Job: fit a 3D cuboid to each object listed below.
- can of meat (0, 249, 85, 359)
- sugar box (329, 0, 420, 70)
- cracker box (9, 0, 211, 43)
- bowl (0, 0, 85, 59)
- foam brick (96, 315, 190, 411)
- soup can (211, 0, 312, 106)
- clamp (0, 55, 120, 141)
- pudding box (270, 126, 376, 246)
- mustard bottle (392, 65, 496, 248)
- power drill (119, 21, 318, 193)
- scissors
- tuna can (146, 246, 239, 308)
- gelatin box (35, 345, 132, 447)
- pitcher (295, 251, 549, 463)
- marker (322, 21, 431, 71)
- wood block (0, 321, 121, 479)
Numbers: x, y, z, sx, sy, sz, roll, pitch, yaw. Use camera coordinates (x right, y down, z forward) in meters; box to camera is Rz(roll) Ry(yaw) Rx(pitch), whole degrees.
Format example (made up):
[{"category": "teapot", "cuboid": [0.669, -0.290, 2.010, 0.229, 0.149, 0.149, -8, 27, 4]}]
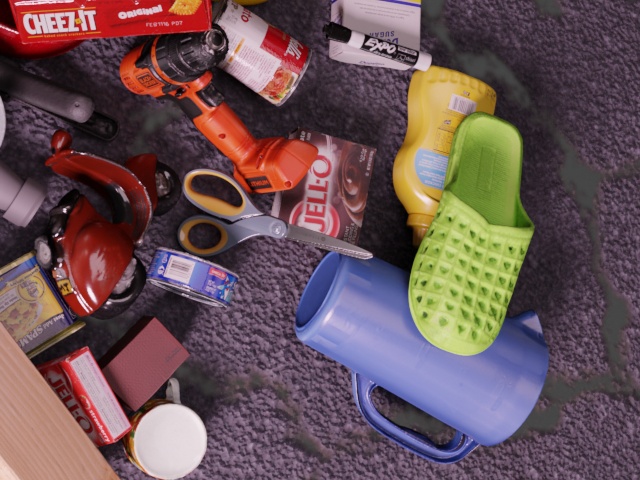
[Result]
[{"category": "can of meat", "cuboid": [-0.282, 0.069, 0.975, 0.102, 0.058, 0.084, -33, 96, -21]}, {"category": "sugar box", "cuboid": [0.061, -0.277, 1.144, 0.093, 0.048, 0.176, 5, 88, -21]}, {"category": "cracker box", "cuboid": [-0.178, -0.263, 0.945, 0.164, 0.072, 0.213, -5, 45, -1]}, {"category": "bowl", "cuboid": [-0.275, -0.216, 0.976, 0.162, 0.055, 0.162, 18, 40, -17]}, {"category": "foam brick", "cuboid": [-0.173, 0.117, 1.017, 0.078, 0.051, 0.053, -46, 103, -18]}, {"category": "soup can", "cuboid": [-0.069, -0.190, 1.073, 0.102, 0.069, 0.068, 29, 76, -17]}, {"category": "clamp", "cuboid": [-0.281, -0.143, 0.970, 0.210, 0.164, 0.036, 23, 87, 5]}, {"category": "pudding box", "cuboid": [0.001, -0.052, 1.105, 0.090, 0.039, 0.113, 14, 81, -20]}, {"category": "mustard bottle", "cuboid": [0.127, -0.084, 1.148, 0.096, 0.058, 0.191, 17, 79, -26]}, {"category": "power drill", "cuboid": [-0.090, -0.126, 1.008, 0.187, 0.185, 0.057, 45, 70, -23]}, {"category": "scissors", "cuboid": [-0.057, 0.001, 1.043, 0.202, 0.016, 0.096, 32, 98, 10]}, {"category": "tuna can", "cuboid": [-0.123, 0.036, 1.024, 0.086, 0.086, 0.034, 22, 80, -19]}, {"category": "gelatin box", "cuboid": [-0.224, 0.148, 0.980, 0.030, 0.073, 0.089, -37, 101, -50]}, {"category": "pitcher", "cuboid": [0.095, 0.112, 1.089, 0.242, 0.145, 0.149, 27, 51, -14]}, {"category": "marker", "cuboid": [0.058, -0.202, 1.105, 0.121, 0.020, 0.020, 14, 81, -20]}, {"category": "wood block", "cuboid": [-0.267, 0.182, 0.915, 0.206, 0.090, 0.090, 59, 31, -22]}]
